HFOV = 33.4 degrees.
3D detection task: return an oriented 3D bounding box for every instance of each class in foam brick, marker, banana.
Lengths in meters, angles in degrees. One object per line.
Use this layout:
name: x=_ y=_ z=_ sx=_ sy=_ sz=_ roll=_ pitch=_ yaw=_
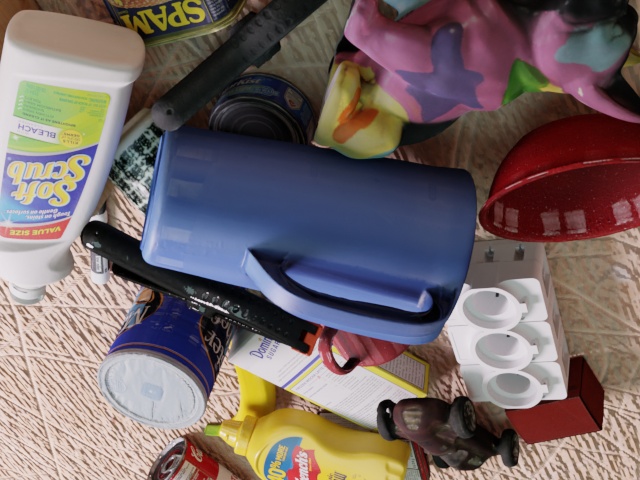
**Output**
foam brick: x=0.220 y=0.152 z=1.005 sx=0.078 sy=0.053 sz=0.051 roll=-18 pitch=124 yaw=30
marker: x=-0.212 y=-0.006 z=1.022 sx=0.020 sy=0.020 sz=0.121 roll=14 pitch=134 yaw=5
banana: x=-0.079 y=0.166 z=1.123 sx=0.069 sy=0.037 sz=0.198 roll=18 pitch=134 yaw=0

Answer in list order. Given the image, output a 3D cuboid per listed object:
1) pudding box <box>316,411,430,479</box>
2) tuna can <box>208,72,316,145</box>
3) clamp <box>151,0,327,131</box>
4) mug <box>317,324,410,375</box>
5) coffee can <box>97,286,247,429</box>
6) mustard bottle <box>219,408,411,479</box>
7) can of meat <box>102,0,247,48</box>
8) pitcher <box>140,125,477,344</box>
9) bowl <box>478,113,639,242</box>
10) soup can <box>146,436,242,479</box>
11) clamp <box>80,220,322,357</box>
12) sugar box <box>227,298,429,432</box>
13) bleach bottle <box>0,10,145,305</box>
pudding box: x=0.055 y=0.224 z=1.134 sx=0.114 sy=0.039 sz=0.090 roll=-3 pitch=128 yaw=17
tuna can: x=-0.049 y=-0.093 z=0.880 sx=0.086 sy=0.033 sz=0.086 roll=9 pitch=133 yaw=10
clamp: x=-0.054 y=-0.141 z=0.780 sx=0.172 sy=0.120 sz=0.039 roll=-39 pitch=105 yaw=24
mug: x=0.033 y=0.067 z=0.948 sx=0.093 sy=0.117 sz=0.081 roll=0 pitch=137 yaw=34
coffee can: x=-0.136 y=0.090 z=1.001 sx=0.103 sy=0.140 sz=0.103 roll=9 pitch=133 yaw=10
mustard bottle: x=-0.010 y=0.219 z=1.085 sx=0.191 sy=0.058 sz=0.096 roll=18 pitch=126 yaw=4
can of meat: x=-0.118 y=-0.197 z=0.794 sx=0.102 sy=0.057 sz=0.084 roll=-8 pitch=126 yaw=24
pitcher: x=-0.010 y=-0.007 z=0.814 sx=0.242 sy=0.145 sz=0.149 roll=11 pitch=174 yaw=-10
bowl: x=0.195 y=-0.051 z=0.800 sx=0.162 sy=0.055 sz=0.162 roll=-5 pitch=160 yaw=-2
soup can: x=-0.139 y=0.282 z=1.227 sx=0.102 sy=0.068 sz=0.069 roll=40 pitch=130 yaw=-20
clamp: x=-0.101 y=0.044 z=0.912 sx=0.210 sy=0.036 sz=0.165 roll=25 pitch=171 yaw=-4
sugar box: x=0.009 y=0.118 z=1.037 sx=0.176 sy=0.048 sz=0.093 roll=31 pitch=132 yaw=-17
bleach bottle: x=-0.208 y=-0.050 z=0.834 sx=0.102 sy=0.068 sz=0.251 roll=10 pitch=126 yaw=-12
